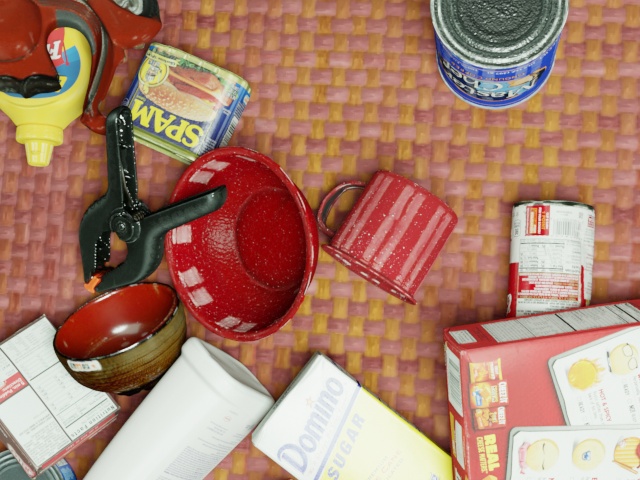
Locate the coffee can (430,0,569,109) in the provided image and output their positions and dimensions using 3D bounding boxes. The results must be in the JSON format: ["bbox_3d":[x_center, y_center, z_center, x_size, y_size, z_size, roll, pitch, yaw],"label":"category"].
[{"bbox_3d":[0.142,-0.170,0.857,0.103,0.140,0.103,-1,85,8],"label":"coffee can"}]

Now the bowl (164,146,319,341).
[{"bbox_3d":[-0.056,0.001,0.895,0.162,0.055,0.162,5,98,36],"label":"bowl"}]

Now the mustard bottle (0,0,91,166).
[{"bbox_3d":[-0.249,-0.162,0.957,0.096,0.058,0.191,1,85,4],"label":"mustard bottle"}]

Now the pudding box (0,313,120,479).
[{"bbox_3d":[-0.242,0.133,0.918,0.089,0.039,0.113,-35,81,-32],"label":"pudding box"}]

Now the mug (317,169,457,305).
[{"bbox_3d":[0.051,-0.010,0.887,0.117,0.093,0.081,29,84,29],"label":"mug"}]

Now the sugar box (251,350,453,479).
[{"bbox_3d":[0.039,0.180,0.872,0.176,0.048,0.093,37,88,-3],"label":"sugar box"}]

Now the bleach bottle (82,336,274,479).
[{"bbox_3d":[-0.153,0.199,0.886,0.251,0.102,0.068,-47,57,1],"label":"bleach bottle"}]

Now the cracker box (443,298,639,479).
[{"bbox_3d":[0.205,0.135,0.813,0.213,0.072,0.164,-8,104,-6],"label":"cracker box"}]

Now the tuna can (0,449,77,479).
[{"bbox_3d":[-0.257,0.223,0.934,0.086,0.033,0.086,-1,84,8],"label":"tuna can"}]

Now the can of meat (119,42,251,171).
[{"bbox_3d":[-0.121,-0.116,0.935,0.102,0.057,0.084,25,86,9],"label":"can of meat"}]

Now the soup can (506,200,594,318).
[{"bbox_3d":[0.187,0.022,0.869,0.068,0.068,0.102,3,85,9],"label":"soup can"}]

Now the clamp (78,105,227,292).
[{"bbox_3d":[-0.149,-0.016,0.901,0.120,0.039,0.172,34,124,16],"label":"clamp"}]
